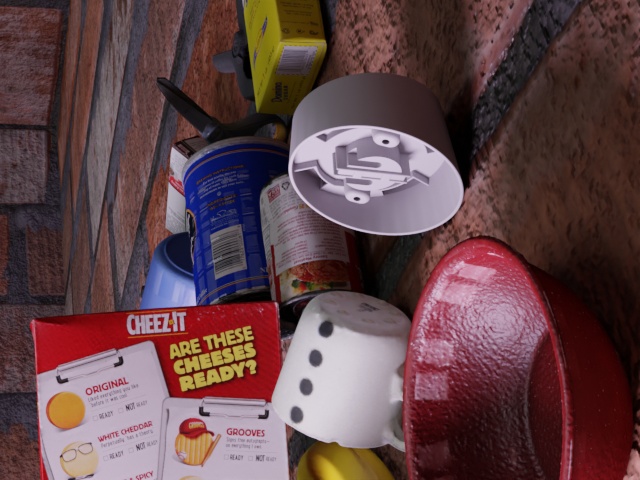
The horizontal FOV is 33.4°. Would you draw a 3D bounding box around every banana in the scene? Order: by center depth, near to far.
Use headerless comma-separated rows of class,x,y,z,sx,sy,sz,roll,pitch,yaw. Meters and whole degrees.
banana,0.024,0.173,0.728,0.198,0.037,0.069,-170,79,-71

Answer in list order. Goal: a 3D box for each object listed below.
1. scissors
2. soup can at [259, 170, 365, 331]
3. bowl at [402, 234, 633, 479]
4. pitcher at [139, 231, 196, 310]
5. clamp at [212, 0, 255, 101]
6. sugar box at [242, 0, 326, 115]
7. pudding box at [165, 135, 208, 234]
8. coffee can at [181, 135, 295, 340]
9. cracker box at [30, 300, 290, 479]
scissors,-0.075,-0.101,0.885,0.016,0.096,0.202,40,164,25
soup can,-0.006,0.007,0.773,0.069,0.068,0.102,121,145,-57
bowl,0.093,0.079,0.486,0.162,0.055,0.162,-178,90,-72
pitcher,-0.131,0.112,1.071,0.149,0.144,0.243,34,124,32
clamp,-0.068,-0.177,1.010,0.171,0.039,0.120,-107,24,-43
sugar box,-0.036,-0.204,0.904,0.093,0.048,0.176,116,148,-54
pudding box,-0.121,-0.039,1.117,0.090,0.039,0.113,38,135,34
coffee can,-0.056,0.001,0.868,0.103,0.102,0.140,119,147,-55
cracker box,-0.105,0.153,0.719,0.072,0.164,0.214,158,108,-73
